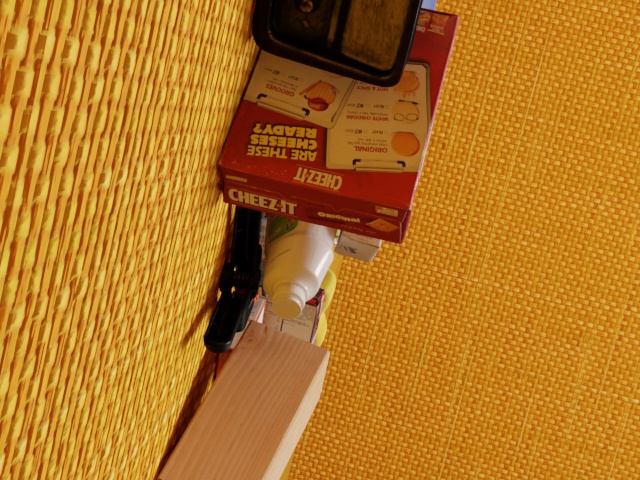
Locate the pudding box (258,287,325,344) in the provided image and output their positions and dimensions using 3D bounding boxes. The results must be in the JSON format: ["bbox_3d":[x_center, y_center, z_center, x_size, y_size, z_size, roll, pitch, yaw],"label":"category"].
[{"bbox_3d":[-0.049,0.095,1.253,0.039,0.090,0.114,-67,171,-53],"label":"pudding box"}]

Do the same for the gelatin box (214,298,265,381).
[{"bbox_3d":[-0.090,0.115,1.182,0.089,0.030,0.073,-68,172,-47],"label":"gelatin box"}]

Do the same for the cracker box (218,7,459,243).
[{"bbox_3d":[0.019,-0.116,0.938,0.072,0.164,0.213,92,13,-61],"label":"cracker box"}]

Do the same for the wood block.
[{"bbox_3d":[-0.074,0.191,1.045,0.090,0.091,0.205,100,14,-46],"label":"wood block"}]

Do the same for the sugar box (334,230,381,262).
[{"bbox_3d":[0.058,-0.072,1.080,0.093,0.048,0.176,110,-2,-79],"label":"sugar box"}]

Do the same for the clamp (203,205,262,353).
[{"bbox_3d":[-0.076,0.028,1.031,0.210,0.036,0.164,88,14,-84],"label":"clamp"}]

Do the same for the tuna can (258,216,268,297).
[{"bbox_3d":[-0.063,0.018,1.175,0.086,0.034,0.086,15,89,-86],"label":"tuna can"}]

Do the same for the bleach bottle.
[{"bbox_3d":[-0.020,-0.017,1.082,0.103,0.068,0.250,-43,-156,38],"label":"bleach bottle"}]
